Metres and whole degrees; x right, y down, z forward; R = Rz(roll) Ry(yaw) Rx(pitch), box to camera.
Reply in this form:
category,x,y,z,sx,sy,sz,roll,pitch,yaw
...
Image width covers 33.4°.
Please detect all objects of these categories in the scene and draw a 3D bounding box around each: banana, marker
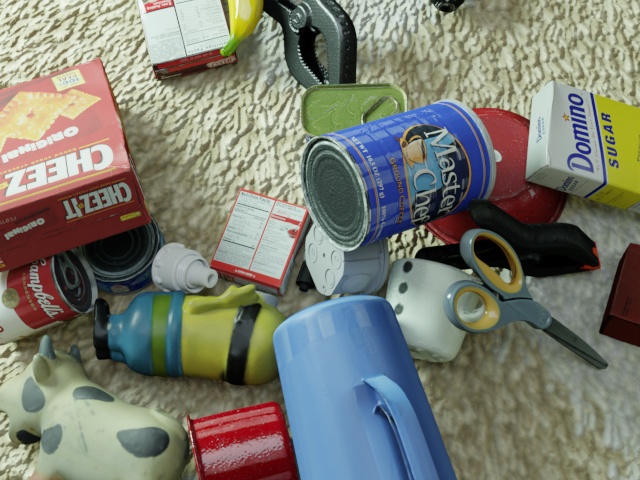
category,x,y,z,sx,sy,sz,roll,pitch,yaw
banana,-0.107,-0.284,1.105,0.069,0.037,0.198,-21,70,-13
marker,-0.001,-0.007,1.035,0.020,0.020,0.121,12,69,8

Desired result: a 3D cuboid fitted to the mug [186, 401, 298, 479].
category,x,y,z,sx,sy,sz,roll,pitch,yaw
mug,-0.063,0.196,0.916,0.081,0.093,0.117,-13,53,-8

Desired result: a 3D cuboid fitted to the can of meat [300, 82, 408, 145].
category,x,y,z,sx,sy,sz,roll,pitch,yaw
can of meat,0.033,-0.107,1.039,0.102,0.084,0.057,-2,67,2

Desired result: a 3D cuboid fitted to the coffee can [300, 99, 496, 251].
category,x,y,z,sx,sy,sz,roll,pitch,yaw
coffee can,0.068,-0.059,0.937,0.140,0.103,0.103,-19,66,-28

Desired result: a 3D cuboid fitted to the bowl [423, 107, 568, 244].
category,x,y,z,sx,sy,sz,roll,pitch,yaw
bowl,0.163,-0.070,1.034,0.162,0.055,0.162,-1,68,2

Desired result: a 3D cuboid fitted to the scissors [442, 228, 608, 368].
category,x,y,z,sx,sy,sz,roll,pitch,yaw
scissors,0.175,0.076,0.927,0.096,0.016,0.201,-48,113,-21

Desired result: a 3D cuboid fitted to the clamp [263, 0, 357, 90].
category,x,y,z,sx,sy,sz,roll,pitch,yaw
clamp,-0.019,-0.227,1.092,0.036,0.165,0.210,-12,84,-42

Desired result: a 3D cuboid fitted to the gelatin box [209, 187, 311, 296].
category,x,y,z,sx,sy,sz,roll,pitch,yaw
gelatin box,-0.057,0.001,1.030,0.073,0.030,0.089,16,69,11

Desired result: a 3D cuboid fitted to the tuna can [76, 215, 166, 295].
category,x,y,z,sx,sy,sz,roll,pitch,yaw
tuna can,-0.194,0.007,1.032,0.086,0.034,0.086,-1,68,2

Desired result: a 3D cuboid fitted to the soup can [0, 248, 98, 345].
category,x,y,z,sx,sy,sz,roll,pitch,yaw
soup can,-0.267,0.051,0.984,0.102,0.068,0.068,-21,67,17

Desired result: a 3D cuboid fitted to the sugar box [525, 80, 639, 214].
category,x,y,z,sx,sy,sz,roll,pitch,yaw
sugar box,0.284,-0.081,1.007,0.176,0.048,0.093,15,67,-15

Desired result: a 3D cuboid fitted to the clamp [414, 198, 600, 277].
category,x,y,z,sx,sy,sz,roll,pitch,yaw
clamp,0.175,0.009,0.983,0.171,0.120,0.039,14,65,-27

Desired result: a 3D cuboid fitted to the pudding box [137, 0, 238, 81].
category,x,y,z,sx,sy,sz,roll,pitch,yaw
pudding box,-0.143,-0.230,1.125,0.090,0.039,0.113,-14,69,-4

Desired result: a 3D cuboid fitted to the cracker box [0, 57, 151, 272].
category,x,y,z,sx,sy,sz,roll,pitch,yaw
cracker box,-0.261,-0.075,1.004,0.164,0.072,0.214,-19,39,-5

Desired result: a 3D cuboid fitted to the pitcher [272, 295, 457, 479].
category,x,y,z,sx,sy,sz,roll,pitch,yaw
pitcher,0.043,0.169,0.869,0.149,0.144,0.243,-26,68,25
